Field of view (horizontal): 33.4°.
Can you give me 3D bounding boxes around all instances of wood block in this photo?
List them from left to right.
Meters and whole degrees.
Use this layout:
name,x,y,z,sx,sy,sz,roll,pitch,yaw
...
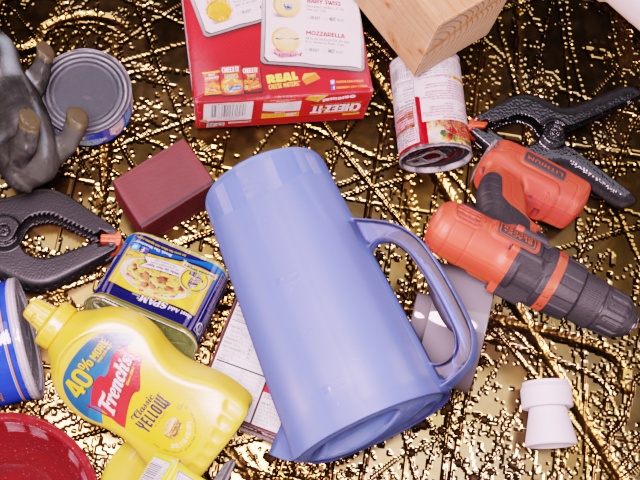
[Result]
name,x,y,z,sx,sy,sz,roll,pitch,yaw
wood block,0.066,-0.264,0.952,0.090,0.090,0.206,-32,78,-20

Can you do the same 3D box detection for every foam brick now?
name,x,y,z,sx,sy,sz,roll,pitch,yaw
foam brick,-0.140,-0.043,0.954,0.078,0.053,0.051,-33,78,-15

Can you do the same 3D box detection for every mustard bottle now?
name,x,y,z,sx,sy,sz,roll,pitch,yaw
mustard bottle,-0.156,0.109,0.856,0.191,0.058,0.096,37,106,-3

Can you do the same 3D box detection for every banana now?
name,x,y,z,sx,sy,sz,roll,pitch,yaw
banana,-0.148,0.239,0.858,0.069,0.037,0.198,-4,62,2

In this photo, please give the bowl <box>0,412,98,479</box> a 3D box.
name,x,y,z,sx,sy,sz,roll,pitch,yaw
bowl,-0.254,0.222,0.858,0.162,0.055,0.162,1,72,-5

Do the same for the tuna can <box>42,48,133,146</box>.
name,x,y,z,sx,sy,sz,roll,pitch,yaw
tuna can,-0.216,-0.131,0.985,0.086,0.034,0.086,1,72,-5

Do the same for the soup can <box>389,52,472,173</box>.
name,x,y,z,sx,sy,sz,roll,pitch,yaw
soup can,0.102,-0.122,0.992,0.068,0.068,0.102,-3,72,-6

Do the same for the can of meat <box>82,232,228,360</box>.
name,x,y,z,sx,sy,sz,roll,pitch,yaw
can of meat,-0.138,0.048,0.911,0.102,0.057,0.083,22,50,1

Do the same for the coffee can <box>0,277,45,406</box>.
name,x,y,z,sx,sy,sz,roll,pitch,yaw
coffee can,-0.306,0.095,0.869,0.140,0.103,0.103,-13,74,-9

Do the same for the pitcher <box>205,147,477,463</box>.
name,x,y,z,sx,sy,sz,roll,pitch,yaw
pitcher,0.006,0.045,0.861,0.149,0.145,0.243,-12,67,-31

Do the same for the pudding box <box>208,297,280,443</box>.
name,x,y,z,sx,sy,sz,roll,pitch,yaw
pudding box,-0.049,0.110,0.921,0.090,0.039,0.113,21,69,2

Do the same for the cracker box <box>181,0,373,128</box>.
name,x,y,z,sx,sy,sz,roll,pitch,yaw
cracker box,-0.048,-0.216,1.007,0.164,0.072,0.214,-5,72,-9

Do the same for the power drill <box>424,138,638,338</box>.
name,x,y,z,sx,sy,sz,roll,pitch,yaw
power drill,0.188,-0.006,0.915,0.184,0.057,0.187,29,31,0

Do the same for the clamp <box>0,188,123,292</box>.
name,x,y,z,sx,sy,sz,roll,pitch,yaw
clamp,-0.281,-0.012,0.940,0.210,0.036,0.164,-4,72,-7

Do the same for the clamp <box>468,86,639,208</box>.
name,x,y,z,sx,sy,sz,roll,pitch,yaw
clamp,0.226,-0.106,1.013,0.171,0.039,0.120,16,70,0
